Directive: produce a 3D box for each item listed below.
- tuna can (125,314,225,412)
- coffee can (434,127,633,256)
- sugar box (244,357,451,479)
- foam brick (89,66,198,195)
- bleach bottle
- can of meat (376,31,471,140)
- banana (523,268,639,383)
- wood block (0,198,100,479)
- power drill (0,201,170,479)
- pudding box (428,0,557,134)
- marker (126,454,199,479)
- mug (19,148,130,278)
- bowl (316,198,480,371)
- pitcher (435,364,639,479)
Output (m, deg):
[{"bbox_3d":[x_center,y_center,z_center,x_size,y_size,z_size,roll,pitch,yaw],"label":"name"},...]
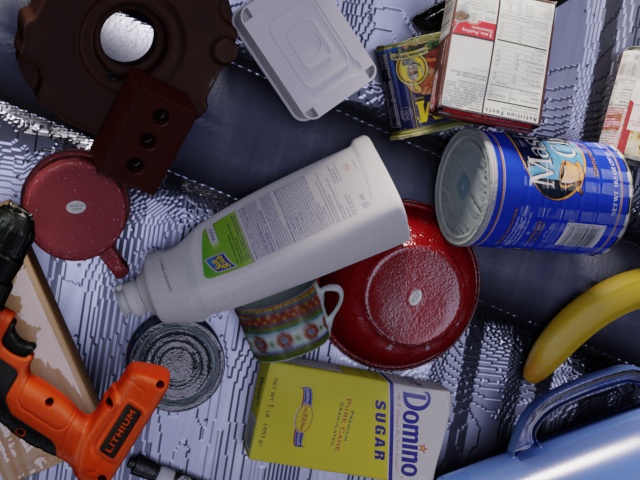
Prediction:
[{"bbox_3d":[-0.127,0.106,0.934,0.086,0.034,0.086,-1,97,-12],"label":"tuna can"},{"bbox_3d":[0.186,-0.041,0.939,0.140,0.103,0.103,4,96,-20],"label":"coffee can"},{"bbox_3d":[0.026,0.163,0.968,0.176,0.048,0.093,11,95,-12],"label":"sugar box"},{"bbox_3d":[-0.140,-0.086,0.840,0.053,0.051,0.078,22,106,-27],"label":"foam brick"},{"bbox_3d":[-0.056,0.001,0.914,0.251,0.102,0.068,-22,142,-2],"label":"bleach bottle"},{"bbox_3d":[0.105,-0.140,0.943,0.102,0.057,0.084,-13,97,-11],"label":"can of meat"},{"bbox_3d":[0.276,0.071,1.014,0.197,0.037,0.069,-21,99,-9],"label":"banana"},{"bbox_3d":[-0.256,0.080,0.874,0.090,0.091,0.206,-23,101,-10],"label":"wood block"},{"bbox_3d":[-0.212,0.088,0.809,0.187,0.057,0.184,31,93,-12],"label":"power drill"},{"bbox_3d":[0.145,-0.152,0.897,0.090,0.039,0.113,11,84,-8],"label":"pudding box"},{"bbox_3d":[-0.117,0.221,0.958,0.121,0.020,0.020,26,91,-14],"label":"marker"},{"bbox_3d":[-0.195,-0.018,0.879,0.093,0.081,0.117,-32,102,-7],"label":"mug"},{"bbox_3d":[0.077,0.045,0.960,0.162,0.055,0.162,-2,98,-12],"label":"bowl"},{"bbox_3d":[0.229,0.227,0.982,0.242,0.149,0.145,-15,142,-7],"label":"pitcher"}]
